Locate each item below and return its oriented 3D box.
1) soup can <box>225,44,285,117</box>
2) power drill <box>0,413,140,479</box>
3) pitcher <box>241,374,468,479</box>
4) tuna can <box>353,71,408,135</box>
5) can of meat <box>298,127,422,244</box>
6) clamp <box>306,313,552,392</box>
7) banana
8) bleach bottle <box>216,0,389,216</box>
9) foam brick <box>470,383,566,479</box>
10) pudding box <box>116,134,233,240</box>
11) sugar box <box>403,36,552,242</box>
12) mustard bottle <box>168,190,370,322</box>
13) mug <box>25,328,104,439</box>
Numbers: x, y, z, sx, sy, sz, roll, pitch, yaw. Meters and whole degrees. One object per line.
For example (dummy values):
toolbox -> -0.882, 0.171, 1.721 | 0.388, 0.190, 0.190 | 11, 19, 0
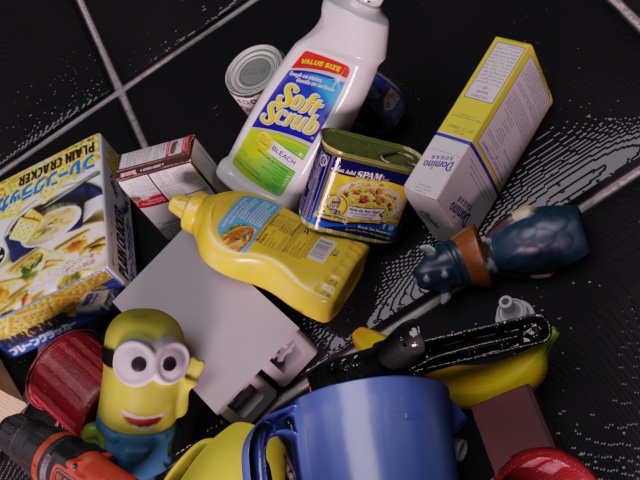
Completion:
soup can -> -0.048, -0.148, 1.116 | 0.069, 0.102, 0.068 | -13, 56, 19
power drill -> -0.234, 0.261, 0.934 | 0.185, 0.057, 0.188 | 21, 103, 37
pitcher -> 0.040, 0.232, 0.801 | 0.149, 0.144, 0.243 | -18, 63, 21
tuna can -> 0.044, -0.143, 1.076 | 0.086, 0.086, 0.033 | 24, 75, 36
can of meat -> 0.037, -0.049, 0.995 | 0.057, 0.102, 0.084 | -103, 28, -62
clamp -> 0.056, 0.095, 0.844 | 0.210, 0.164, 0.036 | -23, 71, 37
banana -> 0.112, 0.109, 0.910 | 0.198, 0.037, 0.069 | -3, 72, 33
bleach bottle -> -0.009, -0.143, 1.022 | 0.103, 0.068, 0.251 | 38, 121, 17
foam brick -> 0.161, 0.164, 0.846 | 0.051, 0.053, 0.078 | -25, 51, 11
pudding box -> -0.144, -0.052, 1.099 | 0.090, 0.113, 0.039 | -14, 53, 19
sugar box -> 0.147, -0.089, 0.985 | 0.048, 0.093, 0.176 | 25, 74, 37
mustard bottle -> -0.057, 0.002, 1.004 | 0.192, 0.058, 0.096 | 25, 45, 11
mug -> -0.228, 0.156, 1.036 | 0.082, 0.093, 0.117 | 33, 110, 33
